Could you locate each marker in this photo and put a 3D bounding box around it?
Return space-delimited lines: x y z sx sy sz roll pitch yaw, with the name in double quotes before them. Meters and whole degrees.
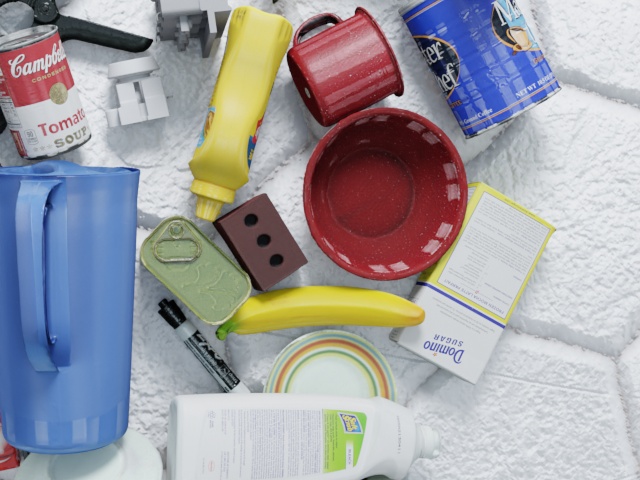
"marker" -0.110 0.103 0.999 0.020 0.020 0.121 -40 97 -10

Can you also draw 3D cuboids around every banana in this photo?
"banana" -0.004 0.069 0.998 0.197 0.070 0.037 -6 122 -12

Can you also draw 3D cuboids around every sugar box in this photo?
"sugar box" 0.147 0.041 1.041 0.093 0.048 0.176 30 87 -10

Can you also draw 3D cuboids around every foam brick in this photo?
"foam brick" -0.057 0.001 0.995 0.053 0.051 0.078 -34 96 -11

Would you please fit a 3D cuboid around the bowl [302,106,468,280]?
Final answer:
"bowl" 0.056 -0.044 1.013 0.162 0.055 0.162 -1 94 -13

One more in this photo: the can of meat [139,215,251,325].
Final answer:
"can of meat" -0.116 0.026 0.965 0.102 0.084 0.057 44 81 -8

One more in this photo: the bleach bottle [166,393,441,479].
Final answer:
"bleach bottle" -0.011 0.191 0.971 0.250 0.068 0.102 4 80 -16

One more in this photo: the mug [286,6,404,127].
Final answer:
"mug" 0.015 -0.167 1.000 0.081 0.093 0.117 -28 64 -6

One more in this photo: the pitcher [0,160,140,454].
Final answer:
"pitcher" -0.221 0.054 0.906 0.148 0.145 0.243 -7 100 -46

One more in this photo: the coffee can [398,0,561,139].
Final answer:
"coffee can" 0.151 -0.182 1.014 0.102 0.103 0.140 -30 95 -11

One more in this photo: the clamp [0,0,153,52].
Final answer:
"clamp" -0.239 -0.202 0.967 0.171 0.039 0.120 -27 96 -3

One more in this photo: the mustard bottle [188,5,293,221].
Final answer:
"mustard bottle" -0.078 -0.111 0.967 0.058 0.096 0.191 17 92 -8

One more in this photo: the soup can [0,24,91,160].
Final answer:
"soup can" -0.247 -0.129 0.934 0.068 0.068 0.102 -19 114 -11
